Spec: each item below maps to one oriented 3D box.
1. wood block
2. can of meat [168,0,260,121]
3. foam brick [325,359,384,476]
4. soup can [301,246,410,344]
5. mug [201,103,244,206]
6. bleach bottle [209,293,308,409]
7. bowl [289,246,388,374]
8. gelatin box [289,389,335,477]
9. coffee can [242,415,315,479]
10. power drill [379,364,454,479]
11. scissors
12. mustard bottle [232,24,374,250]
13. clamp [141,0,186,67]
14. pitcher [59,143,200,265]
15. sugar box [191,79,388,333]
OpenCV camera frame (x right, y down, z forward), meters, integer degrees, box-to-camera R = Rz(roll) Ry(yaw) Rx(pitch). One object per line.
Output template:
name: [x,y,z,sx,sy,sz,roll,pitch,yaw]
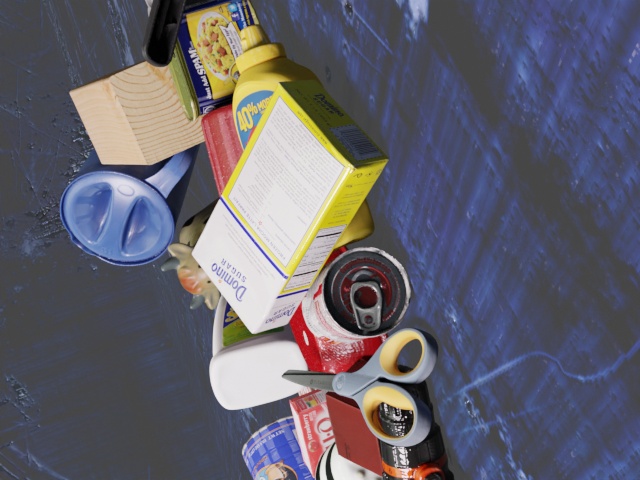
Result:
wood block: [-0.180,-0.134,1.089,0.206,0.090,0.091,9,123,67]
can of meat: [-0.095,-0.169,0.971,0.057,0.083,0.102,-166,57,-74]
foam brick: [0.044,0.150,0.903,0.053,0.051,0.078,20,136,34]
soup can: [0.025,0.046,0.839,0.102,0.068,0.068,138,112,-76]
mug: [-0.058,-0.080,0.959,0.117,0.093,0.081,148,107,-87]
bleach bottle: [-0.077,0.089,1.177,0.251,0.102,0.068,-113,10,-66]
bowl: [0.010,0.078,0.972,0.162,0.055,0.162,160,90,-76]
gelatin box: [0.014,0.186,1.065,0.030,0.073,0.089,-129,23,-55]
coffee can: [-0.024,0.301,1.312,0.103,0.102,0.140,88,158,-52]
power drill: [0.100,0.201,0.796,0.188,0.057,0.184,-141,36,-68]
scissors: [0.031,0.098,0.845,0.202,0.016,0.096,26,95,58]
mustard bottle: [-0.025,-0.081,0.857,0.096,0.058,0.191,-22,86,53]
clamp: [-0.111,-0.248,0.882,0.165,0.036,0.210,-50,39,21]
pitcher: [-0.208,-0.096,1.294,0.242,0.149,0.145,-78,-9,-52]
sugar box: [-0.027,-0.023,0.802,0.093,0.048,0.176,50,131,25]
